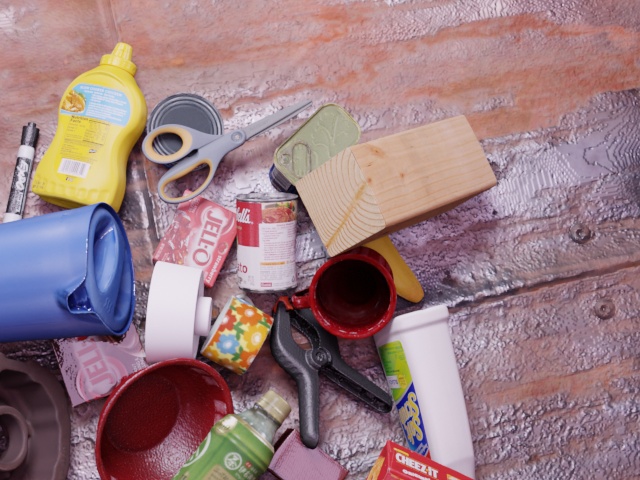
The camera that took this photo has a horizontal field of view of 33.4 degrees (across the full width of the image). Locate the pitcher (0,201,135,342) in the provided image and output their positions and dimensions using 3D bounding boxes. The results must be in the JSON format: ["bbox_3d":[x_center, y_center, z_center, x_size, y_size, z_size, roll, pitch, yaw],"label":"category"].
[{"bbox_3d":[-0.315,0.039,1.082,0.243,0.149,0.145,-7,67,9],"label":"pitcher"}]

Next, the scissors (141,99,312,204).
[{"bbox_3d":[-0.111,-0.122,1.178,0.201,0.016,0.096,-43,90,-13],"label":"scissors"}]

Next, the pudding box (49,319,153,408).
[{"bbox_3d":[-0.239,0.112,1.143,0.090,0.039,0.113,-19,84,-11],"label":"pudding box"}]

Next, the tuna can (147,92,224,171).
[{"bbox_3d":[-0.152,-0.120,1.198,0.086,0.034,0.086,2,80,-9],"label":"tuna can"}]

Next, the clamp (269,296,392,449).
[{"bbox_3d":[0.005,0.137,1.169,0.120,0.039,0.171,-7,65,-37],"label":"clamp"}]

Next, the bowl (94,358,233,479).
[{"bbox_3d":[-0.172,0.191,1.111,0.161,0.055,0.162,-13,112,-35],"label":"bowl"}]

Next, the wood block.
[{"bbox_3d":[0.086,-0.062,1.149,0.205,0.091,0.090,-21,83,-46],"label":"wood block"}]

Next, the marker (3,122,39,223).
[{"bbox_3d":[-0.327,-0.071,1.168,0.020,0.020,0.121,10,79,-8],"label":"marker"}]

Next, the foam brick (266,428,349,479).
[{"bbox_3d":[-0.018,0.245,1.151,0.078,0.053,0.051,38,77,-3],"label":"foam brick"}]

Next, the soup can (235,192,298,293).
[{"bbox_3d":[-0.058,0.001,1.164,0.068,0.068,0.102,-2,99,-10],"label":"soup can"}]

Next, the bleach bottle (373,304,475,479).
[{"bbox_3d":[0.126,0.201,1.156,0.068,0.103,0.251,-13,84,-22],"label":"bleach bottle"}]

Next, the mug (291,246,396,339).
[{"bbox_3d":[0.026,0.055,1.161,0.117,0.081,0.093,-14,99,9],"label":"mug"}]

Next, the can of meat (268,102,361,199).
[{"bbox_3d":[-0.010,-0.096,1.192,0.057,0.084,0.102,45,77,0],"label":"can of meat"}]

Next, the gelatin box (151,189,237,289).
[{"bbox_3d":[-0.135,-0.001,1.183,0.073,0.030,0.089,26,78,-5],"label":"gelatin box"}]

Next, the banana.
[{"bbox_3d":[0.065,-0.021,1.216,0.069,0.037,0.198,-11,83,-11],"label":"banana"}]

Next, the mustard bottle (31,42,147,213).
[{"bbox_3d":[-0.243,-0.127,1.170,0.096,0.058,0.191,12,78,13],"label":"mustard bottle"}]
